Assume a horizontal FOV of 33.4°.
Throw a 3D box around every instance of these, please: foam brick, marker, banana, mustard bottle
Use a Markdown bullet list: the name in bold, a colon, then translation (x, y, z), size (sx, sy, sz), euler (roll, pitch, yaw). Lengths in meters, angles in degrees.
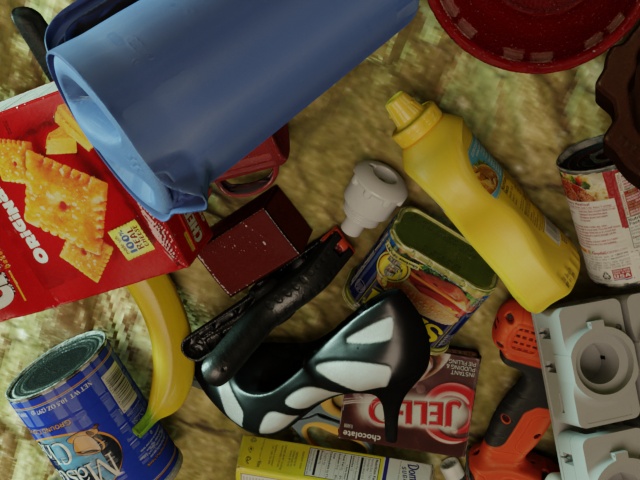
- **foam brick**: translation (-0.056, 0.001, 0.888), size (0.078, 0.053, 0.051), euler (-31, 106, 23)
- **marker**: translation (0.143, 0.253, 0.987), size (0.020, 0.020, 0.121), euler (-21, 109, 19)
- **banana**: translation (-0.149, 0.068, 0.928), size (0.037, 0.069, 0.198), euler (-9, 94, 61)
- **mustard bottle**: translation (0.118, -0.037, 0.811), size (0.058, 0.096, 0.191), euler (-37, 104, 24)

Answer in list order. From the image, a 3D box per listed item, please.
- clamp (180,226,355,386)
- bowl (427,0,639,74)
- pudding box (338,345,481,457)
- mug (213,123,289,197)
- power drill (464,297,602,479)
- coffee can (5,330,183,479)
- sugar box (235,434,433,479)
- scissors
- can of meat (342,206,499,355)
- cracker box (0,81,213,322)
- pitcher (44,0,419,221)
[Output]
- **clamp**: translation (-0.042, 0.055, 0.869), size (0.171, 0.120, 0.039), euler (-40, 110, 0)
- **bowl**: translation (0.153, -0.200, 0.743), size (0.162, 0.055, 0.162), euler (5, 108, 16)
- **pudding box**: translation (0.076, 0.132, 0.920), size (0.113, 0.039, 0.090), euler (8, 100, 8)
- **mug**: translation (-0.070, -0.081, 0.837), size (0.081, 0.093, 0.117), euler (-13, 129, 11)
- **power drill**: translation (0.214, 0.147, 0.904), size (0.184, 0.057, 0.188), euler (17, 115, 0)
- **coffee can**: translation (-0.203, 0.168, 0.967), size (0.103, 0.102, 0.140), euler (-22, 109, 20)
- **sugar box**: translation (0.012, 0.232, 0.978), size (0.176, 0.048, 0.093), euler (6, 134, 5)
- **scissors**: translation (-0.032, 0.137, 0.968), size (0.201, 0.016, 0.096), euler (31, 115, -5)
- **can of meat**: translation (0.082, 0.032, 0.863), size (0.102, 0.057, 0.084), euler (31, 130, -4)
- **cracker box**: translation (-0.218, -0.034, 0.851), size (0.214, 0.072, 0.164), euler (-16, 110, 21)
- **pitcher**: translation (-0.060, -0.140, 0.732), size (0.242, 0.145, 0.149), euler (-38, 109, -16)
